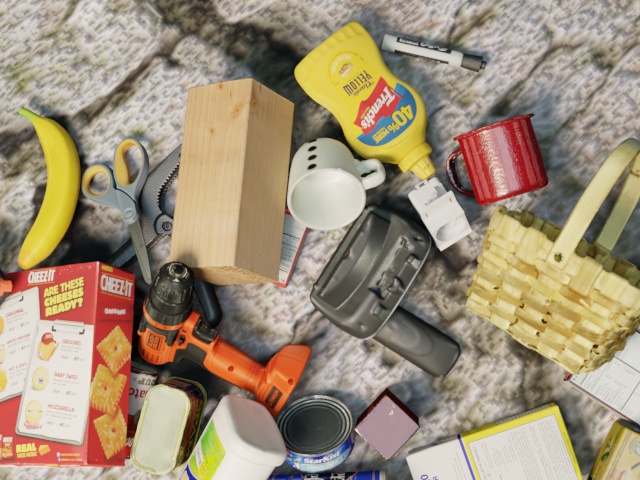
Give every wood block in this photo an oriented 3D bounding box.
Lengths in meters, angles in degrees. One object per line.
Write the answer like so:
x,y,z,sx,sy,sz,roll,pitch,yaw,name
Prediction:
-0.096,-0.061,1.170,0.090,0.090,0.206,-4,76,32,wood block

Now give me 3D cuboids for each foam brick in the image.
0.073,0.201,1.175,0.051,0.078,0.053,43,91,4,foam brick

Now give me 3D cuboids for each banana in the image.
-0.311,-0.060,1.228,0.069,0.037,0.198,-3,70,-6,banana

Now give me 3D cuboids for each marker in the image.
0.131,-0.214,1.224,0.121,0.020,0.020,14,88,5,marker

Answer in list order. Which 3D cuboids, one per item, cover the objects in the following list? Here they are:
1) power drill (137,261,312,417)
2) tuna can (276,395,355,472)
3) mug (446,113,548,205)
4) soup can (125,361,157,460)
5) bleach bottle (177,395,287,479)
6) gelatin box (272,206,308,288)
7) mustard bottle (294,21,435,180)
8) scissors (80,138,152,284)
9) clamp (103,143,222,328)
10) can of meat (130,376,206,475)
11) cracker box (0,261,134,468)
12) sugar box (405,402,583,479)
-0.107,0.108,1.158,0.187,0.185,0.057,28,56,2,power drill
-0.005,0.214,1.178,0.086,0.086,0.034,-6,129,4,tuna can
0.192,-0.085,1.183,0.117,0.093,0.081,-17,90,34,mug
-0.230,0.188,1.206,0.068,0.068,0.102,18,88,6,soup can
-0.130,0.294,1.159,0.068,0.103,0.251,21,110,-27,bleach bottle
-0.058,0.002,1.222,0.073,0.030,0.089,20,88,4,gelatin box
0.063,-0.147,1.207,0.096,0.058,0.191,-39,85,-1,mustard bottle
-0.230,-0.028,1.203,0.096,0.016,0.202,-16,57,18,scissors
-0.183,-0.012,1.230,0.164,0.036,0.210,7,88,5,clamp
-0.170,0.207,1.192,0.057,0.084,0.102,14,87,6,can of meat
-0.288,0.140,1.170,0.164,0.072,0.213,-7,74,30,cracker box
0.192,0.251,1.178,0.176,0.048,0.093,-19,85,7,sugar box
